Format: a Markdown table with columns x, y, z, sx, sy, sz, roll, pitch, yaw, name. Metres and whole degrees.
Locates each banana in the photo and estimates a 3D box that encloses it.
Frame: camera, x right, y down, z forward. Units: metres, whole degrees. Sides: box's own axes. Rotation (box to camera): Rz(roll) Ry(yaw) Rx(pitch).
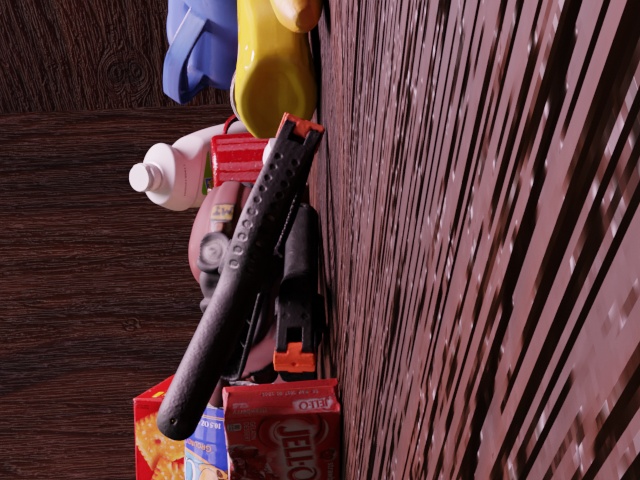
| x | y | z | sx | sy | sz | roll | pitch | yaw | name |
| --- | --- | --- | --- | --- | --- | --- | --- | --- | --- |
| -0.020 | -0.200 | 0.660 | 0.069 | 0.037 | 0.198 | 91 | 176 | -69 | banana |

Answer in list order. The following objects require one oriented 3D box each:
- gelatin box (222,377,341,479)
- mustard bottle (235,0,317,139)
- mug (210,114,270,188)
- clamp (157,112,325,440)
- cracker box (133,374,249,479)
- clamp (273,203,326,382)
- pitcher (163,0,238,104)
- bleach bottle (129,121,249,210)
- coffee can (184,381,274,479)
| x | y | z | sx | sy | sz | roll | pitch | yaw | name |
| --- | --- | --- | --- | --- | --- | --- | --- | --- | --- |
| -0.024 | 0.128 | 0.683 | 0.030 | 0.073 | 0.089 | -97 | 6 | -46 | gelatin box |
| -0.036 | -0.176 | 0.787 | 0.096 | 0.058 | 0.191 | 89 | 177 | -60 | mustard bottle |
| -0.077 | -0.088 | 1.165 | 0.093 | 0.081 | 0.117 | 102 | 163 | -73 | mug |
| -0.046 | 0.021 | 0.705 | 0.164 | 0.036 | 0.210 | -1 | -68 | -86 | clamp |
| -0.111 | 0.230 | 1.000 | 0.164 | 0.072 | 0.214 | -26 | -62 | -72 | cracker box |
| -0.014 | 0.042 | 0.768 | 0.171 | 0.039 | 0.120 | -93 | -4 | -80 | clamp |
| -0.085 | -0.227 | 0.980 | 0.243 | 0.145 | 0.149 | 119 | 141 | -79 | pitcher |
| -0.125 | -0.092 | 1.240 | 0.250 | 0.068 | 0.102 | -13 | -79 | -55 | bleach bottle |
| -0.062 | 0.194 | 0.875 | 0.103 | 0.102 | 0.140 | -128 | 40 | -85 | coffee can |
